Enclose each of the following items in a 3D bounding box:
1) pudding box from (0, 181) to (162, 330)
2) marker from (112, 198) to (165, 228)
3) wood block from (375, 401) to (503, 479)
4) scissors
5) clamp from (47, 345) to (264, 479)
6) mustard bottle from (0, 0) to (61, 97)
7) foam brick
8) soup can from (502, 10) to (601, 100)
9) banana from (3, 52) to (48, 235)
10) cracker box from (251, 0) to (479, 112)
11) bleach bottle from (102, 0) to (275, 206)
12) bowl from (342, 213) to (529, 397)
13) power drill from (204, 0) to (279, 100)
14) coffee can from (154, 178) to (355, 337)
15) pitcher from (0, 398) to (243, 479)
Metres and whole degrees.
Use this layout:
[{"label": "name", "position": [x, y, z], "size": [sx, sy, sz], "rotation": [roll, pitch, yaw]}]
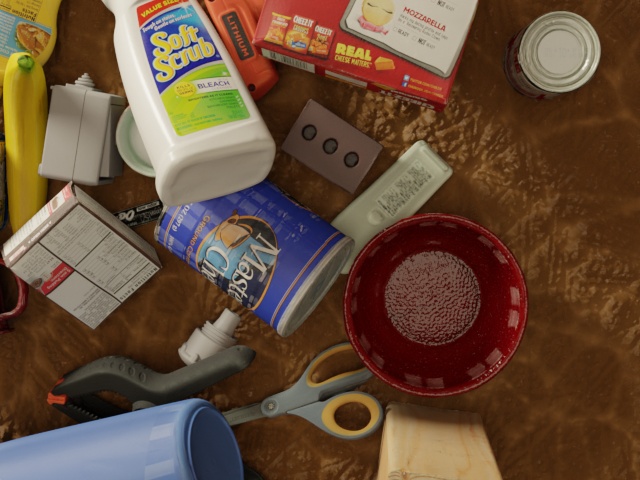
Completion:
[{"label": "pudding box", "position": [-0.210, 0.016, 0.945], "size": [0.090, 0.039, 0.113], "rotation": [-42, 130, 5]}, {"label": "marker", "position": [-0.184, -0.017, 0.975], "size": [0.121, 0.020, 0.020], "rotation": [-16, 94, 5]}, {"label": "wood block", "position": [0.093, 0.207, 0.886], "size": [0.090, 0.206, 0.091], "rotation": [7, 96, 3]}, {"label": "scissors", "position": [-0.029, 0.165, 0.972], "size": [0.202, 0.016, 0.096], "rotation": [-32, 68, 5]}, {"label": "clamp", "position": [-0.145, 0.160, 0.965], "size": [0.210, 0.036, 0.164], "rotation": [1, 120, 18]}, {"label": "mustard bottle", "position": [-0.277, -0.201, 0.941], "size": [0.096, 0.058, 0.192], "rotation": [19, 98, -24]}, {"label": "foam brick", "position": [0.010, -0.083, 0.941], "size": [0.078, 0.051, 0.053], "rotation": [32, 96, 0]}, {"label": "soup can", "position": [0.193, -0.154, 0.898], "size": [0.068, 0.102, 0.068], "rotation": [0, 95, 4]}, {"label": "banana", "position": [-0.262, -0.087, 0.941], "size": [0.037, 0.069, 0.198], "rotation": [6, 125, -3]}, {"label": "cracker box", "position": [0.055, -0.230, 0.862], "size": [0.164, 0.072, 0.214], "rotation": [17, 90, 2]}, {"label": "bleach bottle", "position": [-0.130, -0.151, 0.893], "size": [0.102, 0.068, 0.251], "rotation": [-16, 62, -24]}, {"label": "bowl", "position": [0.100, 0.055, 0.947], "size": [0.162, 0.055, 0.162], "rotation": [0, 95, 3]}, {"label": "power drill", "position": [0.008, -0.194, 0.930], "size": [0.187, 0.057, 0.184], "rotation": [-25, 89, 3]}, {"label": "coffee can", "position": [-0.056, 0.001, 0.917], "size": [0.140, 0.102, 0.103], "rotation": [36, 96, 10]}, {"label": "pitcher", "position": [-0.188, 0.225, 0.917], "size": [0.243, 0.149, 0.145], "rotation": [-18, 57, 19]}]
